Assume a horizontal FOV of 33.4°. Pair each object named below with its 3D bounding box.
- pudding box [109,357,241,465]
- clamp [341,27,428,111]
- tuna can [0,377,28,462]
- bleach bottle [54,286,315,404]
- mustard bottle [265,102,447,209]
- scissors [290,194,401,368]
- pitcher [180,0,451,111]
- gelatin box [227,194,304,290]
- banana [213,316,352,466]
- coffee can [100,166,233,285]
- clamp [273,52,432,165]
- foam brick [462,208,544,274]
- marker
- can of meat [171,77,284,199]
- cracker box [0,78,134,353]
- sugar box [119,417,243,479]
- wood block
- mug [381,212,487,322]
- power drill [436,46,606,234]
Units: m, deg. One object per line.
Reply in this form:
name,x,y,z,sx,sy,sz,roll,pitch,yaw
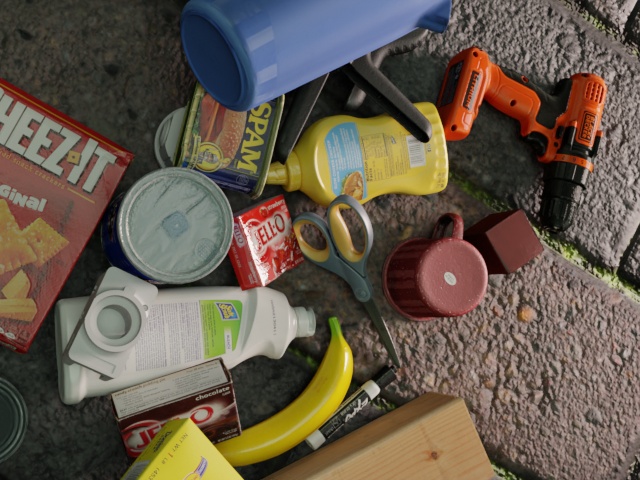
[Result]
pudding box,-0.136,0.166,1.012,0.113,0.090,0.039,-19,49,-14
clamp,0.049,-0.228,1.122,0.171,0.039,0.120,-43,97,-19
tuna can,-0.315,0.166,0.988,0.086,0.034,0.086,1,87,-17
bleach bottle,-0.126,0.096,1.037,0.250,0.068,0.102,-3,87,-20
mustard bottle,0.033,-0.082,1.097,0.191,0.058,0.096,-11,98,-18
scissors,0.025,0.045,1.103,0.016,0.096,0.202,-50,136,-53
pitcher,-0.011,-0.223,0.980,0.242,0.149,0.145,-33,124,-26
gelatin box,-0.057,0.001,1.052,0.089,0.030,0.073,-30,104,-58
banana,-0.029,0.169,1.079,0.070,0.037,0.197,41,74,11
coffee can,-0.146,-0.010,0.994,0.102,0.140,0.103,1,87,-17
clamp,0.006,-0.176,1.065,0.164,0.036,0.210,-17,82,-18
foam brick,0.190,0.002,1.132,0.051,0.078,0.053,-31,96,-15
marker,0.033,0.171,1.104,0.121,0.020,0.020,-39,98,-16
can of meat,-0.088,-0.099,1.007,0.084,0.057,0.102,15,82,-13
cracker box,-0.294,-0.025,0.986,0.164,0.072,0.213,30,78,-14
sugar box,-0.099,0.255,0.963,0.176,0.048,0.093,50,53,-14
wood block,0.056,0.239,1.071,0.205,0.090,0.091,-24,93,-17
mug,0.124,0.028,1.108,0.093,0.082,0.117,20,81,-15
power drill,0.215,-0.116,1.158,0.187,0.057,0.184,19,78,-18
